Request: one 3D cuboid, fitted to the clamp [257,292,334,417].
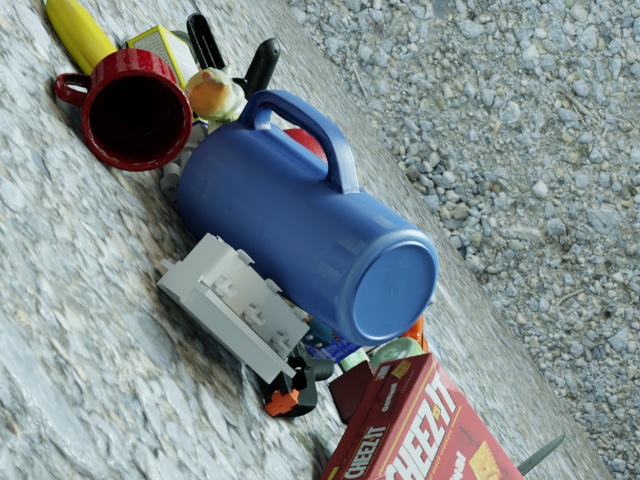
[{"bbox_3d":[-0.023,0.118,0.991,0.120,0.039,0.171,47,20,-22],"label":"clamp"}]

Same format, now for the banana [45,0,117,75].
[{"bbox_3d":[-0.203,-0.168,1.027,0.197,0.037,0.069,54,13,-12],"label":"banana"}]

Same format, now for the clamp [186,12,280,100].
[{"bbox_3d":[-0.087,-0.139,1.165,0.165,0.036,0.210,21,-57,52],"label":"clamp"}]

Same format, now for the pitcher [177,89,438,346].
[{"bbox_3d":[-0.010,-0.017,0.936,0.243,0.145,0.149,34,-14,44],"label":"pitcher"}]

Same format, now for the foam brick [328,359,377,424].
[{"bbox_3d":[0.054,0.172,1.132,0.078,0.051,0.053,44,16,-47],"label":"foam brick"}]

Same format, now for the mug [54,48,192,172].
[{"bbox_3d":[-0.173,-0.120,0.928,0.117,0.093,0.081,12,24,-19],"label":"mug"}]

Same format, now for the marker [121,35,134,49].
[{"bbox_3d":[-0.202,-0.186,1.134,0.020,0.020,0.121,49,13,-33],"label":"marker"}]

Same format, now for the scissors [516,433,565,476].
[{"bbox_3d":[0.178,0.276,1.089,0.016,0.201,0.096,15,-59,65],"label":"scissors"}]

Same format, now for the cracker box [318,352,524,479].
[{"bbox_3d":[0.108,0.234,0.965,0.213,0.072,0.164,54,42,-19],"label":"cracker box"}]

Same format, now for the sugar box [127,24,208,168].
[{"bbox_3d":[-0.140,-0.131,1.128,0.093,0.048,0.176,19,49,-76],"label":"sugar box"}]
